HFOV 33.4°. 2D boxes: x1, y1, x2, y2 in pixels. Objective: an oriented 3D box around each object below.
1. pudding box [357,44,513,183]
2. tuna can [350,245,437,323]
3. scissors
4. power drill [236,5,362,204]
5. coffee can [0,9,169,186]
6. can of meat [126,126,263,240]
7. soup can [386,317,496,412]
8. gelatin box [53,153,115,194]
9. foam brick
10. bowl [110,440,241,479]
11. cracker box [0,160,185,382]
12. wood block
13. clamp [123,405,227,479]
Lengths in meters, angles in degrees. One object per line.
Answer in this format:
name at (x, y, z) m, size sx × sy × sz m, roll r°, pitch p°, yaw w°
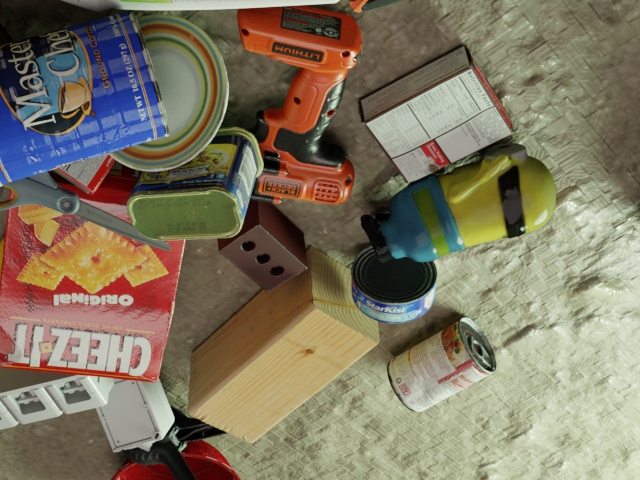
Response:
pudding box at (0.104, -0.111, 0.959) m, size 0.114 × 0.039 × 0.090 m, roll -27°, pitch 129°, yaw 17°
tuna can at (0.073, 0.042, 1.067) m, size 0.086 × 0.086 × 0.034 m, roll -3°, pitch 135°, yaw -2°
scissors at (-0.217, -0.051, 0.894) m, size 0.201 × 0.016 × 0.096 m, roll 10°, pitch 112°, yaw -9°
power drill at (-0.048, -0.116, 0.932) m, size 0.184 × 0.057 × 0.188 m, roll 8°, pitch 134°, yaw -7°
coffee can at (-0.199, -0.109, 0.821) m, size 0.140 × 0.103 × 0.103 m, roll -18°, pitch 134°, yaw -10°
can of meat at (-0.107, -0.047, 0.907) m, size 0.102 × 0.084 × 0.057 m, roll -3°, pitch 131°, yaw 13°
soup can at (0.133, 0.138, 1.172) m, size 0.102 × 0.068 × 0.068 m, roll -34°, pitch 127°, yaw 25°
gelatin box at (-0.214, -0.094, 0.918) m, size 0.089 × 0.030 × 0.073 m, roll 34°, pitch 79°, yaw -14°
foam brick at (-0.057, 0.001, 1.042) m, size 0.053 × 0.051 × 0.078 m, roll -32°, pitch 127°, yaw 23°
bowl at (-0.174, 0.284, 1.294) m, size 0.162 × 0.055 × 0.162 m, roll -2°, pitch 133°, yaw -2°
cracker box at (-0.218, 0.027, 1.013) m, size 0.164 × 0.072 × 0.214 m, roll 8°, pitch 119°, yaw -13°
wood block at (-0.042, 0.114, 1.123) m, size 0.090 × 0.090 × 0.206 m, roll 31°, pitch 124°, yaw -28°
clamp at (-0.168, 0.231, 1.197) m, size 0.172 × 0.120 × 0.039 m, roll -1°, pitch 123°, yaw 27°
